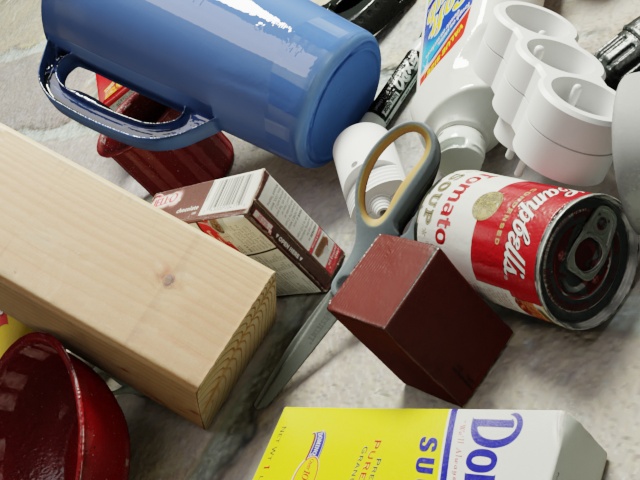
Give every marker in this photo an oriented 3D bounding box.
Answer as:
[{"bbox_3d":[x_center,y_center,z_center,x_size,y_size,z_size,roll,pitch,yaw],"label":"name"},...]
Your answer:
[{"bbox_3d":[0.064,-0.123,0.797,0.020,0.020,0.121,7,58,52],"label":"marker"}]

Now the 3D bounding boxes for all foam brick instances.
[{"bbox_3d":[0.052,0.042,0.562,0.053,0.078,0.051,-53,34,-14],"label":"foam brick"}]

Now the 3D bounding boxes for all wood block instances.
[{"bbox_3d":[-0.139,0.022,0.677,0.206,0.090,0.090,28,68,10],"label":"wood block"}]

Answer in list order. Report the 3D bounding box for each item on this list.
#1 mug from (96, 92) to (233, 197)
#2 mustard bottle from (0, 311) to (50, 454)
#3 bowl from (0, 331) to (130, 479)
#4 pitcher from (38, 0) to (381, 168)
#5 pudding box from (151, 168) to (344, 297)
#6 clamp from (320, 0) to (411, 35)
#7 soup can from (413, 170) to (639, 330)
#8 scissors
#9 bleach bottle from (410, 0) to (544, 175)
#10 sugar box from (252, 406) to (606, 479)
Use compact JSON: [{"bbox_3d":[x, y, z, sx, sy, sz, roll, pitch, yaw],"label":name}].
[{"bbox_3d":[-0.136,-0.079,0.911,0.117,0.081,0.093,-8,47,43],"label":"mug"},{"bbox_3d":[-0.215,0.050,0.775,0.096,0.058,0.192,17,104,58],"label":"mustard bottle"},{"bbox_3d":[-0.168,0.141,0.681,0.162,0.055,0.162,-18,67,48],"label":"bowl"},{"bbox_3d":[-0.086,-0.142,0.800,0.243,0.149,0.144,29,28,21],"label":"pitcher"},{"bbox_3d":[-0.055,0.001,0.720,0.114,0.090,0.039,-7,49,43],"label":"pudding box"},{"bbox_3d":[0.003,-0.172,0.904,0.172,0.039,0.120,-25,38,27],"label":"clamp"},{"bbox_3d":[0.105,0.002,0.560,0.068,0.068,0.102,-51,32,-12],"label":"soup can"},{"bbox_3d":[0.037,0.029,0.641,0.096,0.016,0.202,23,96,14],"label":"scissors"},{"bbox_3d":[0.110,-0.145,0.720,0.103,0.068,0.250,-40,28,44],"label":"bleach bottle"},{"bbox_3d":[0.039,0.127,0.508,0.177,0.048,0.093,-11,45,43],"label":"sugar box"}]
